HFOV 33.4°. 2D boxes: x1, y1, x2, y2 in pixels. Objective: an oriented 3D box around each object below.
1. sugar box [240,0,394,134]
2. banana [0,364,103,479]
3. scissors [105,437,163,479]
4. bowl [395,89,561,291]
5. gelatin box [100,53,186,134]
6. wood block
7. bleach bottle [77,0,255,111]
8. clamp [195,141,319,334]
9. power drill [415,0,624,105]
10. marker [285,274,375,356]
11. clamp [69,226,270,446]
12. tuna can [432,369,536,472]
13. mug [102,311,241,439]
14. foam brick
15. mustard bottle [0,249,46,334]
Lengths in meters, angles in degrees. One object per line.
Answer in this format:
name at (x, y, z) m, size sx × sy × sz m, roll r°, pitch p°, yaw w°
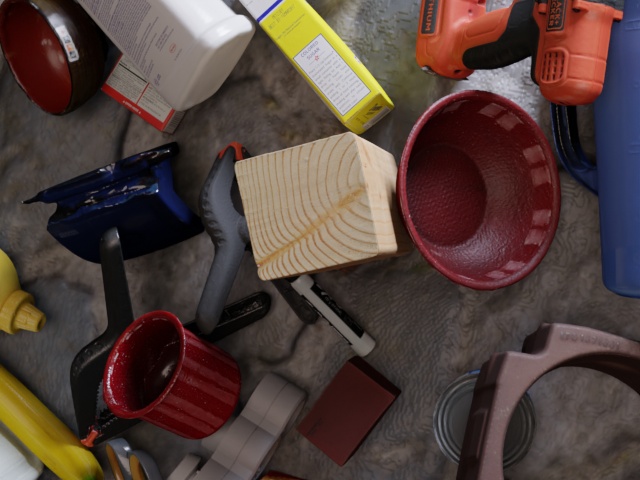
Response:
sugar box at (-0.013, -0.171, 0.905) m, size 0.048 × 0.093 × 0.176 m, roll -39°, pitch 83°, yaw 8°
banana at (-0.260, 0.167, 0.977) m, size 0.198 × 0.070 × 0.037 m, roll 38°, pitch 60°, yaw 17°
scissors at (-0.139, 0.265, 0.949) m, size 0.016 × 0.096 × 0.202 m, roll -23°, pitch 82°, yaw -32°
bowl at (0.118, -0.039, 0.873) m, size 0.161 × 0.055 × 0.162 m, roll 2°, pitch 86°, yaw -29°
gelatin box at (-0.144, -0.153, 0.967) m, size 0.073 × 0.030 × 0.089 m, roll 34°, pitch 97°, yaw 11°
wood block at (0.011, -0.023, 0.843) m, size 0.091 × 0.206 × 0.090 m, roll -13°, pitch 88°, yaw 11°
bleach bottle at (-0.172, -0.231, 0.906) m, size 0.251 × 0.068 × 0.103 m, roll 47°, pitch 135°, yaw 7°
clamp at (-0.056, 0.001, 0.930) m, size 0.039 × 0.120 × 0.171 m, roll -18°, pitch 69°, yaw 47°
power drill at (0.155, -0.197, 0.830) m, size 0.057 × 0.188 × 0.184 m, roll 7°, pitch 92°, yaw -31°
marker at (0.001, 0.053, 0.918) m, size 0.020 × 0.020 × 0.121 m, roll -41°, pitch 105°, yaw 9°
clamp at (-0.166, 0.091, 0.940) m, size 0.164 × 0.036 × 0.210 m, roll 33°, pitch 106°, yaw -27°
tuna can at (0.139, 0.152, 0.904) m, size 0.086 × 0.033 × 0.086 m, roll 0°, pitch 90°, yaw 12°
mug at (-0.130, 0.121, 0.896) m, size 0.117 × 0.081 × 0.093 m, roll -27°, pitch 49°, yaw 27°
foam brick at (0.025, 0.146, 0.920) m, size 0.053 × 0.051 × 0.078 m, roll 39°, pitch 98°, yaw 10°
mustard bottle at (-0.342, 0.040, 0.996) m, size 0.192 × 0.058 × 0.096 m, roll 23°, pitch 92°, yaw 12°
